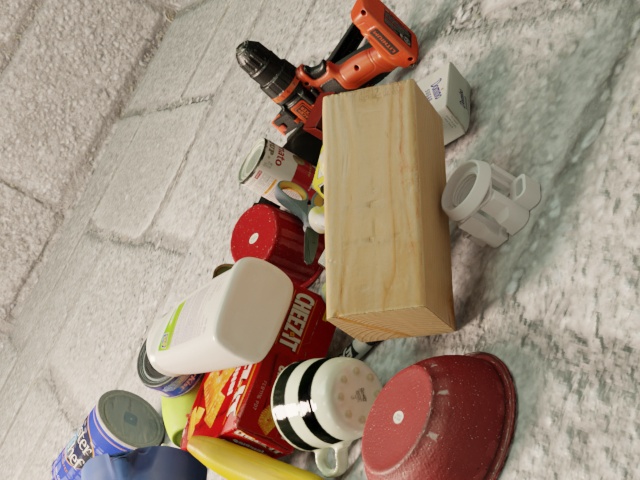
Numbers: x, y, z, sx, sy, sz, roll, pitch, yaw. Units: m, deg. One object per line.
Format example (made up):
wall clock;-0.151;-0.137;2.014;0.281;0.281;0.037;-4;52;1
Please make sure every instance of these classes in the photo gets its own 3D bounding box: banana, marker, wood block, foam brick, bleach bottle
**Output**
banana;-0.047;0.220;1.003;0.198;0.069;0.037;5;55;48
marker;0.028;0.116;1.058;0.121;0.020;0.020;-47;25;33
wood block;0.059;-0.024;0.939;0.090;0.090;0.206;-9;69;21
foam brick;0.028;-0.141;1.302;0.051;0.078;0.053;-64;21;-4
bleach bottle;-0.122;0.088;1.112;0.251;0.068;0.102;-20;44;59

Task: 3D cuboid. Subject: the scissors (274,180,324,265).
scissors;-0.025;-0.026;1.204;0.201;0.096;0.016;-49;-19;-65

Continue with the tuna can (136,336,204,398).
tuna can;-0.172;0.137;1.240;0.086;0.033;0.086;-21;51;28

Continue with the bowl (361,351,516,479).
bowl;0.081;0.151;0.842;0.162;0.055;0.162;-48;25;30

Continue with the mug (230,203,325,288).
mug;-0.058;0.002;1.261;0.117;0.081;0.093;29;95;46

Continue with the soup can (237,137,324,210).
soup can;-0.046;-0.079;1.360;0.069;0.102;0.068;-49;23;30

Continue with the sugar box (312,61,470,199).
sugar box;0.076;-0.110;1.131;0.176;0.048;0.093;-27;29;29

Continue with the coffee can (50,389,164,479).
coffee can;-0.294;0.289;1.469;0.140;0.102;0.103;-52;23;24

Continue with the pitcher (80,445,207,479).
pitcher;-0.175;0.344;1.076;0.145;0.149;0.243;-43;40;39

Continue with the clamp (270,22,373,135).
clamp;0.018;-0.223;1.446;0.210;0.036;0.165;-47;22;1

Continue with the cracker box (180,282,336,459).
cracker box;-0.069;0.150;1.135;0.214;0.072;0.164;-37;30;62

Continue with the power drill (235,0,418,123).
power drill;0.013;-0.224;1.321;0.188;0.184;0.057;-35;32;32
